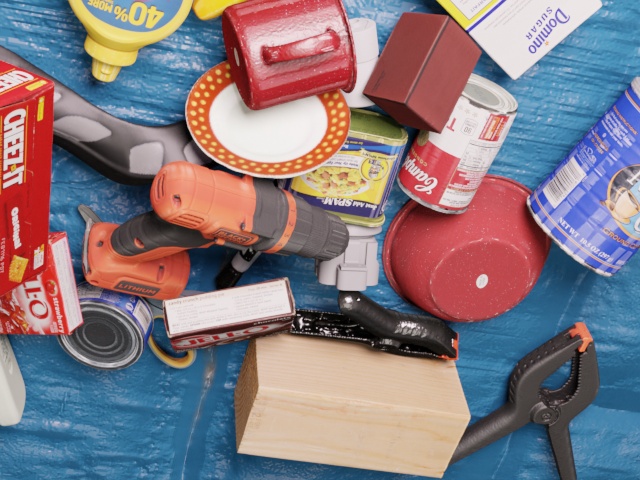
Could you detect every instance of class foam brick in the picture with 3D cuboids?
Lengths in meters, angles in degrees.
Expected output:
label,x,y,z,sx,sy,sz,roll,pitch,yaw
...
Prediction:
label,x,y,z,sx,sy,sz,roll,pitch,yaw
foam brick,0.081,-0.134,0.845,0.051,0.053,0.078,31,85,-42

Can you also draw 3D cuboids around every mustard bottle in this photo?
label,x,y,z,sx,sy,sz,roll,pitch,yaw
mustard bottle,-0.138,-0.205,0.792,0.096,0.058,0.192,15,121,-15

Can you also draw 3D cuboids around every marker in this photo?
label,x,y,z,sx,sy,sz,roll,pitch,yaw
marker,-0.056,0.001,0.964,0.020,0.020,0.121,29,116,-24

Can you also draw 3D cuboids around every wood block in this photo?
label,x,y,z,sx,sy,sz,roll,pitch,yaw
wood block,0.027,0.158,1.038,0.206,0.091,0.090,10,123,-13

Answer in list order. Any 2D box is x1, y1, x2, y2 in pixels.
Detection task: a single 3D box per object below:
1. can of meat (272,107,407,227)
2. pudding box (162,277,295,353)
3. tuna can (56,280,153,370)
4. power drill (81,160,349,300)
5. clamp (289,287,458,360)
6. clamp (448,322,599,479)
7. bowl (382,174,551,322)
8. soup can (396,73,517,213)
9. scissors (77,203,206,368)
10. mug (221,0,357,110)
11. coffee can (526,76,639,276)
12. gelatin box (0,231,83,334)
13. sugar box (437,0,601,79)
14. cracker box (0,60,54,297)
label,x,y,z,sx,sy,sz,roll,pitch,yaw
can of meat,0.016,-0.066,0.905,0.102,0.057,0.084,9,121,-13
pudding box,-0.081,0.068,0.949,0.113,0.039,0.090,-12,168,-7
tuna can,-0.199,0.078,0.979,0.086,0.033,0.086,5,127,6
power drill,-0.094,-0.002,0.882,0.184,0.057,0.188,19,150,-38
clamp,0.051,0.084,1.010,0.171,0.039,0.120,23,161,-32
clamp,0.218,0.173,1.102,0.164,0.036,0.210,7,121,-12
bowl,0.140,0.021,0.980,0.162,0.055,0.162,-3,125,-5
soup can,0.115,-0.083,0.898,0.068,0.068,0.102,15,121,-16
scissors,-0.142,0.037,0.981,0.096,0.016,0.202,-15,124,2
mug,-0.023,-0.145,0.802,0.081,0.117,0.093,-17,107,-11
coffee can,0.261,-0.054,0.914,0.102,0.103,0.140,28,116,-23
gelatin box,-0.253,0.038,0.933,0.073,0.030,0.089,-1,109,18
sugar box,0.128,-0.215,0.825,0.093,0.048,0.176,-40,123,19
cracker box,-0.305,-0.070,0.795,0.214,0.072,0.164,24,124,19
